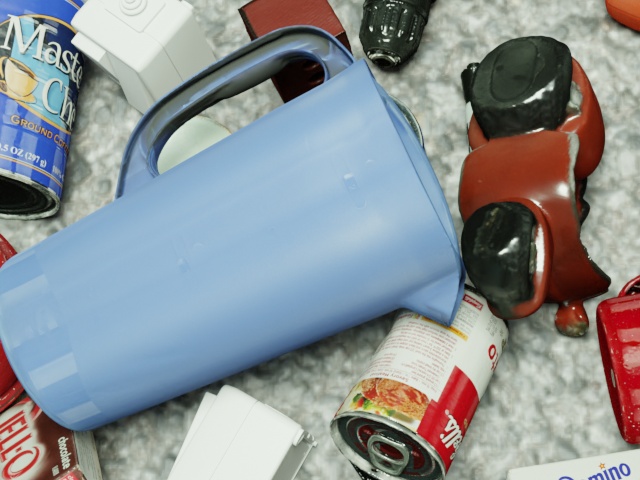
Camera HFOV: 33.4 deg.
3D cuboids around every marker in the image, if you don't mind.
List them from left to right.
[{"bbox_3d":[0.103,-0.057,0.674,0.020,0.020,0.121,-5,72,7],"label":"marker"}]

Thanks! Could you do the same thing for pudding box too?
[{"bbox_3d":[-0.173,0.137,0.610,0.090,0.039,0.114,-34,28,-5],"label":"pudding box"}]

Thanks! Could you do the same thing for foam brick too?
[{"bbox_3d":[-0.012,-0.123,0.682,0.053,0.078,0.051,-29,71,1],"label":"foam brick"}]

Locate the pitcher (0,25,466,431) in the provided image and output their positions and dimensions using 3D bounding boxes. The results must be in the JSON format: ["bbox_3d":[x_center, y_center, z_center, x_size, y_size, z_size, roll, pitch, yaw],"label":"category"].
[{"bbox_3d":[-0.054,0.001,0.589,0.243,0.145,0.149,-25,34,8],"label":"pitcher"}]

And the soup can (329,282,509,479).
[{"bbox_3d":[0.057,0.079,0.597,0.068,0.068,0.102,23,55,14],"label":"soup can"}]

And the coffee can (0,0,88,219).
[{"bbox_3d":[-0.208,-0.096,0.688,0.103,0.103,0.140,3,73,9],"label":"coffee can"}]
